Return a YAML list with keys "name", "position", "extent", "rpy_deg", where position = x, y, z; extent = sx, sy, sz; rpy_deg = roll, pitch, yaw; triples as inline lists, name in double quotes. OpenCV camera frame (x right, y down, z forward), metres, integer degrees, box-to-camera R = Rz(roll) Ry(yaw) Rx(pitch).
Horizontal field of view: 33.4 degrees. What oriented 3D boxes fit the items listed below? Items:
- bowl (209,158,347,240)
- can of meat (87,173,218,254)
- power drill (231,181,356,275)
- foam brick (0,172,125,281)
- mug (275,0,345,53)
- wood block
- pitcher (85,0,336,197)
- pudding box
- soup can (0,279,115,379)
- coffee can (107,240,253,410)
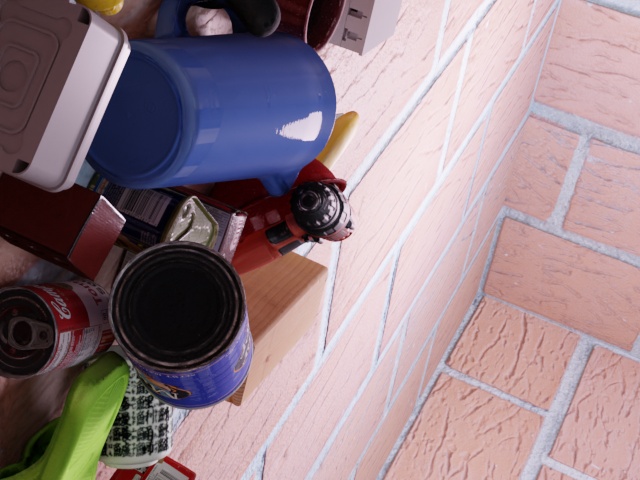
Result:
- name: "bowl"
  position: [-0.056, -0.051, 1.102]
  extent: [0.162, 0.055, 0.162]
  rpy_deg: [-22, 171, -4]
- name: "can of meat"
  position: [-0.142, -0.015, 0.891]
  extent: [0.057, 0.084, 0.102]
  rpy_deg: [-64, 165, -11]
- name: "power drill"
  position: [-0.057, 0.001, 1.042]
  extent: [0.188, 0.057, 0.184]
  rpy_deg: [-23, 170, 7]
- name: "foam brick"
  position: [-0.188, -0.015, 0.749]
  extent: [0.051, 0.078, 0.053]
  rpy_deg: [-63, 162, -13]
- name: "mug"
  position: [-0.030, -0.220, 0.993]
  extent: [0.093, 0.081, 0.117]
  rpy_deg: [-57, 162, -34]
- name: "wood block"
  position: [-0.077, 0.093, 1.261]
  extent: [0.205, 0.090, 0.091]
  rpy_deg: [-44, 153, -57]
- name: "pitcher"
  position: [-0.094, -0.117, 0.867]
  extent: [0.145, 0.149, 0.242]
  rpy_deg: [-57, 166, 20]
- name: "pudding box"
  position: [-0.128, 0.009, 0.966]
  extent: [0.113, 0.090, 0.039]
  rpy_deg: [-69, 163, 8]
- name: "soup can"
  position: [-0.206, 0.066, 0.817]
  extent: [0.068, 0.068, 0.102]
  rpy_deg: [-70, 165, 7]
- name: "coffee can"
  position: [-0.107, 0.071, 0.850]
  extent: [0.102, 0.103, 0.140]
  rpy_deg: [-62, 172, -18]
